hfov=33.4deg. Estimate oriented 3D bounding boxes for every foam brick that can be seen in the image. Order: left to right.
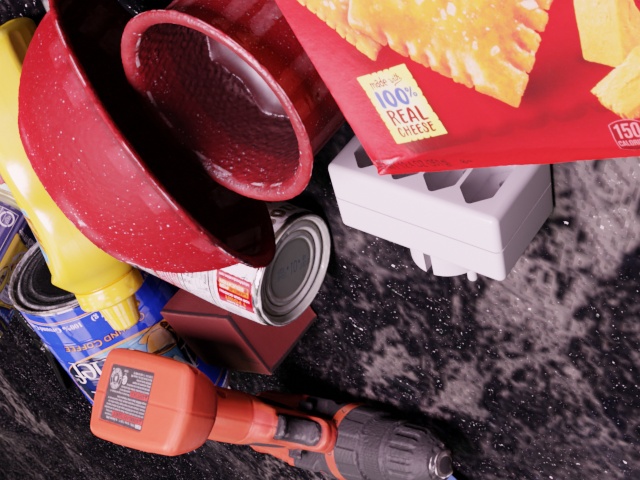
[{"bbox_3d":[-0.052,0.048,0.684,0.078,0.051,0.053,0,134,50],"label":"foam brick"}]

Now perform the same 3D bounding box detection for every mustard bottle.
[{"bbox_3d":[-0.154,-0.032,0.626,0.191,0.058,0.096,67,172,-18],"label":"mustard bottle"}]

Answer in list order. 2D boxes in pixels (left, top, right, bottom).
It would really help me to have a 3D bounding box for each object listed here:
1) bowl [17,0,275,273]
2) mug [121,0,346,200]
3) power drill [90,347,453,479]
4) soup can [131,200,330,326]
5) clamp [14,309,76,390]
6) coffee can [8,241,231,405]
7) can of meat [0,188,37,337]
[{"bbox_3d":[-0.089,-0.041,0.498,0.162,0.055,0.162,52,-168,-17],"label":"bowl"},{"bbox_3d":[-0.025,-0.074,0.444,0.093,0.081,0.117,45,151,-10],"label":"mug"},{"bbox_3d":[-0.034,0.117,0.672,0.187,0.057,0.185,21,166,-40],"label":"power drill"},{"bbox_3d":[-0.054,0.001,0.601,0.102,0.068,0.068,21,147,30],"label":"soup can"},{"bbox_3d":[-0.234,0.094,0.980,0.120,0.039,0.171,13,142,38],"label":"clamp"},{"bbox_3d":[-0.137,0.061,0.750,0.103,0.102,0.140,12,141,41],"label":"coffee can"},{"bbox_3d":[-0.237,0.016,0.755,0.057,0.084,0.102,22,162,4],"label":"can of meat"}]
